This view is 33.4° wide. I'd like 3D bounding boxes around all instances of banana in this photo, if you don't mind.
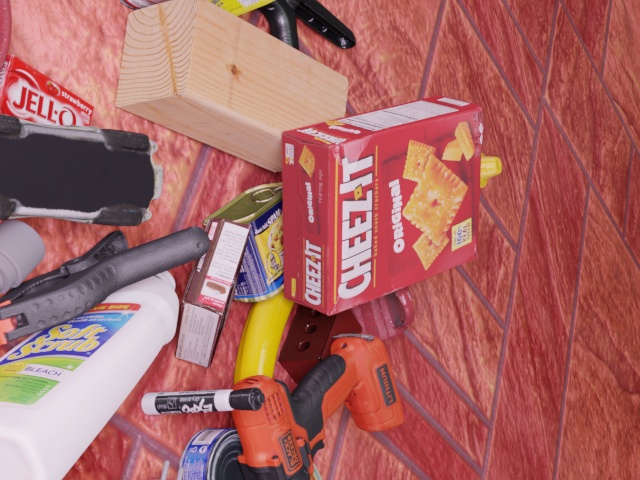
[{"bbox_3d":[-0.050,0.102,1.025,0.069,0.037,0.197,50,44,-37],"label":"banana"}]

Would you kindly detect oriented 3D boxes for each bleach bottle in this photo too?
[{"bbox_3d":[-0.181,0.089,0.790,0.250,0.103,0.068,-55,141,-57],"label":"bleach bottle"}]

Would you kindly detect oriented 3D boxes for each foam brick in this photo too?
[{"bbox_3d":[0.001,0.105,1.088,0.051,0.053,0.078,54,41,-35],"label":"foam brick"}]

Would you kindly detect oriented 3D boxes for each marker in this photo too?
[{"bbox_3d":[-0.096,0.131,0.871,0.020,0.121,0.020,18,68,-54],"label":"marker"}]

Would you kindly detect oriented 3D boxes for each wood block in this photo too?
[{"bbox_3d":[-0.074,-0.136,0.972,0.205,0.090,0.091,20,71,-48],"label":"wood block"}]

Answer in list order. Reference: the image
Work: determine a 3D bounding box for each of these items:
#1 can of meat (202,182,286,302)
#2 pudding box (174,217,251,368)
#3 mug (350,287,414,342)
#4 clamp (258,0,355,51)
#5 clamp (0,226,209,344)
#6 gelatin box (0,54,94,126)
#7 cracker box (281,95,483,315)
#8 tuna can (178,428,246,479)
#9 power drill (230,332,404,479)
[{"bbox_3d":[-0.057,0.001,1.020,0.101,0.058,0.084,-41,119,-52],"label":"can of meat"},{"bbox_3d":[-0.093,0.046,0.917,0.114,0.039,0.090,106,-2,-58],"label":"pudding box"},{"bbox_3d":[0.059,0.061,1.135,0.093,0.117,0.081,-32,117,-30],"label":"mug"},{"bbox_3d":[-0.040,-0.246,1.118,0.210,0.036,0.164,57,40,-30],"label":"clamp"},{"bbox_3d":[-0.166,0.028,0.796,0.171,0.120,0.039,-39,111,-49],"label":"clamp"},{"bbox_3d":[-0.219,-0.088,0.815,0.089,0.030,0.073,35,55,-49],"label":"gelatin box"},{"bbox_3d":[0.064,-0.038,1.017,0.213,0.072,0.164,-18,117,-40],"label":"cracker box"},{"bbox_3d":[-0.086,0.210,0.948,0.086,0.034,0.086,18,68,-54],"label":"tuna can"},{"bbox_3d":[0.003,0.182,0.989,0.187,0.057,0.184,-32,112,-48],"label":"power drill"}]
